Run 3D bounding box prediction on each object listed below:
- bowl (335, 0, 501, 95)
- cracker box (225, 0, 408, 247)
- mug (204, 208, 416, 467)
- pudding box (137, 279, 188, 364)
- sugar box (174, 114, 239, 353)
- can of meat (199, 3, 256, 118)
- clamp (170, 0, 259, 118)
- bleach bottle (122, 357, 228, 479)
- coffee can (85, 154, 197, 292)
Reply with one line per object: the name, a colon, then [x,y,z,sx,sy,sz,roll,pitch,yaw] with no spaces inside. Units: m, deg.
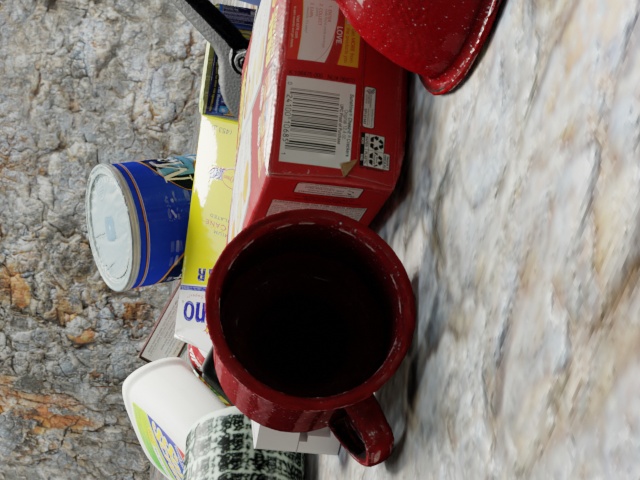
bowl: [0.038,-0.146,0.454,0.162,0.055,0.162,-174,90,-80]
cracker box: [-0.007,-0.070,0.619,0.214,0.072,0.164,121,155,-69]
mug: [-0.002,0.053,0.498,0.117,0.093,0.081,55,162,14]
pudding box: [-0.126,0.061,1.020,0.113,0.039,0.090,-62,1,11]
sugar box: [-0.055,0.001,0.791,0.093,0.048,0.176,17,102,38]
can of meat: [-0.059,-0.152,0.932,0.057,0.084,0.102,-101,20,-62]
clamp: [-0.064,-0.154,0.867,0.039,0.120,0.171,-38,-53,-47]
bleach bottle: [-0.089,0.162,0.841,0.251,0.068,0.102,8,119,68]
coffee can: [-0.109,-0.020,0.876,0.103,0.140,0.103,25,119,55]
